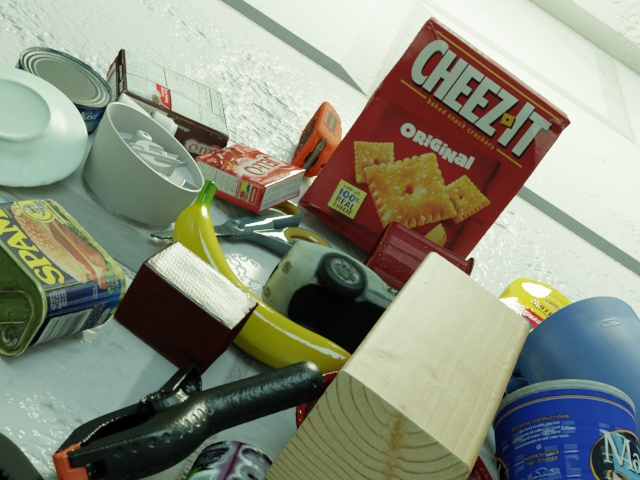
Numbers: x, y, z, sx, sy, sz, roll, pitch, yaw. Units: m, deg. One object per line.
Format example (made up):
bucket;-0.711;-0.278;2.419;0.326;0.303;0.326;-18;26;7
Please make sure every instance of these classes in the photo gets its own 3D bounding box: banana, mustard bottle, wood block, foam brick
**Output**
banana;-0.056;0.041;0.803;0.198;0.069;0.037;51;-4;17
mustard bottle;0.188;0.093;1.006;0.096;0.058;0.191;41;27;16
wood block;0.058;0.096;0.678;0.090;0.091;0.205;37;26;5
foam brick;-0.095;0.048;0.753;0.078;0.053;0.051;37;26;3

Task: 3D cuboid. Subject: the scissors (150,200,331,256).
scissors;-0.056;0.001;0.918;0.096;0.016;0.201;37;25;13

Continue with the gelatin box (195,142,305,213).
gelatin box;-0.065;-0.059;0.975;0.073;0.030;0.089;24;22;18

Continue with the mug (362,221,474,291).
mug;0.077;0.037;0.950;0.081;0.093;0.117;30;-5;0

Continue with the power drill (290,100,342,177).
power drill;0.065;-0.072;1.141;0.187;0.057;0.184;31;26;-8

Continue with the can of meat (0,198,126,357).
can of meat;-0.188;0.019;0.688;0.102;0.057;0.083;44;24;17

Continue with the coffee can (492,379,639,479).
coffee can;0.175;0.182;0.738;0.102;0.103;0.140;22;48;-24

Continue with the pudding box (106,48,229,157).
pudding box;-0.145;-0.127;1.010;0.113;0.039;0.090;24;27;-26

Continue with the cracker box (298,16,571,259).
cracker box;0.106;-0.077;1.010;0.164;0.214;0.072;36;15;-2

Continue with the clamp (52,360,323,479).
clamp;-0.094;0.107;0.640;0.171;0.120;0.039;-16;92;-42

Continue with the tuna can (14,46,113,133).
tuna can;-0.225;-0.129;0.922;0.086;0.034;0.086;27;27;-15
